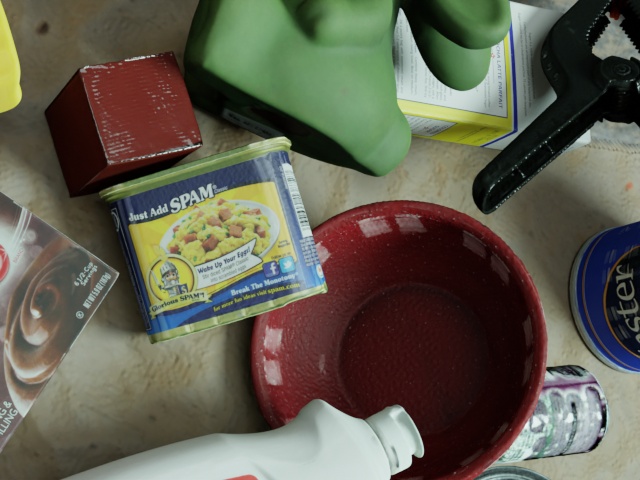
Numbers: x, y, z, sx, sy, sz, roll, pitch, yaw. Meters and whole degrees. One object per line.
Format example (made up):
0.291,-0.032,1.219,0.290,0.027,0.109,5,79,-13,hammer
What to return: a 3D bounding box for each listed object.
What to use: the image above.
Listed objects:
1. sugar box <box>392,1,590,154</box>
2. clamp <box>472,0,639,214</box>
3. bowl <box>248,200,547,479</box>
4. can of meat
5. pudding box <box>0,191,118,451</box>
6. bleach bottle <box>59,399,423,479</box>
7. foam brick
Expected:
0.091,-0.111,0.685,0.175,0.048,0.093,7,75,-30,sugar box
0.191,-0.086,0.646,0.165,0.036,0.209,10,53,13,clamp
0.045,0.062,0.589,0.162,0.055,0.162,-4,75,15,bowl
-0.054,0.001,0.560,0.102,0.057,0.084,-17,89,5,can of meat
-0.168,0.037,0.520,0.090,0.039,0.113,37,64,-15,pudding box
-0.069,0.135,0.501,0.250,0.068,0.102,-23,93,-16,bleach bottle
-0.104,-0.059,0.553,0.052,0.078,0.051,-15,87,-29,foam brick
